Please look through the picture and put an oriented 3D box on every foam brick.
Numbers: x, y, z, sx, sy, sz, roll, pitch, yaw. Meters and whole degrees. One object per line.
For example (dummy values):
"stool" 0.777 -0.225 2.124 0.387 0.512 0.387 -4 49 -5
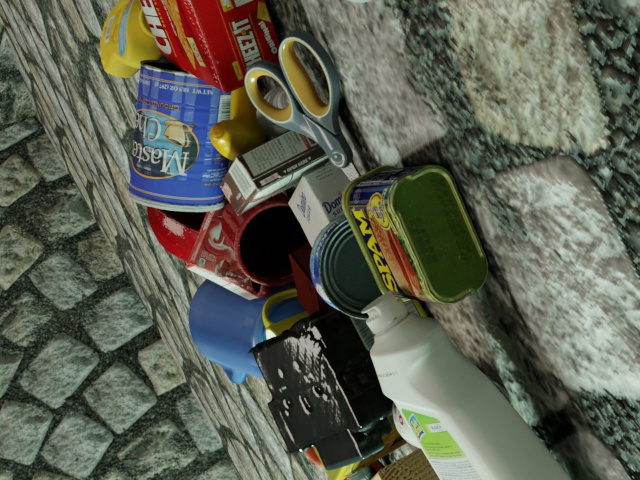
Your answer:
"foam brick" 0.007 0.041 1.061 0.053 0.051 0.078 51 161 36

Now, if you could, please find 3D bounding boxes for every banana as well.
"banana" -0.076 -0.112 0.997 0.069 0.037 0.198 51 -163 -24

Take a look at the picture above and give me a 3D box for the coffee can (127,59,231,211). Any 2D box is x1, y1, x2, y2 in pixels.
"coffee can" -0.142 -0.110 1.107 0.103 0.102 0.140 -145 59 -61

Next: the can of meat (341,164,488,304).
"can of meat" 0.069 -0.004 0.768 0.102 0.057 0.084 65 162 -10

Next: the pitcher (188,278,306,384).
"pitcher" -0.065 0.093 1.275 0.149 0.145 0.243 53 164 -15

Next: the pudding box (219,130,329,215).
"pudding box" -0.037 -0.066 0.954 0.039 0.090 0.114 60 164 0

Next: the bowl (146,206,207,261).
"bowl" -0.142 -0.013 1.263 0.162 0.161 0.055 46 118 48

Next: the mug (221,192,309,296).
"mug" -0.057 0.001 1.122 0.082 0.093 0.117 -135 47 -62

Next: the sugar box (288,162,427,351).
"sugar box" 0.035 0.022 0.949 0.176 0.048 0.093 64 165 8

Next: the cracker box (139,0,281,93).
"cracker box" -0.120 -0.236 0.979 0.214 0.072 0.164 36 149 61

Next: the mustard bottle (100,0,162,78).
"mustard bottle" -0.207 -0.246 1.237 0.192 0.058 0.096 5 81 67

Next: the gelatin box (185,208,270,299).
"gelatin box" -0.095 0.014 1.173 0.089 0.073 0.030 29 159 -23

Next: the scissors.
"scissors" -0.002 -0.077 0.887 0.096 0.016 0.202 -1 119 36

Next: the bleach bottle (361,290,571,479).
"bleach bottle" 0.114 0.145 0.761 0.251 0.068 0.103 56 152 -3

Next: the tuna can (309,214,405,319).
"tuna can" 0.035 0.019 0.864 0.086 0.086 0.034 66 167 -10
